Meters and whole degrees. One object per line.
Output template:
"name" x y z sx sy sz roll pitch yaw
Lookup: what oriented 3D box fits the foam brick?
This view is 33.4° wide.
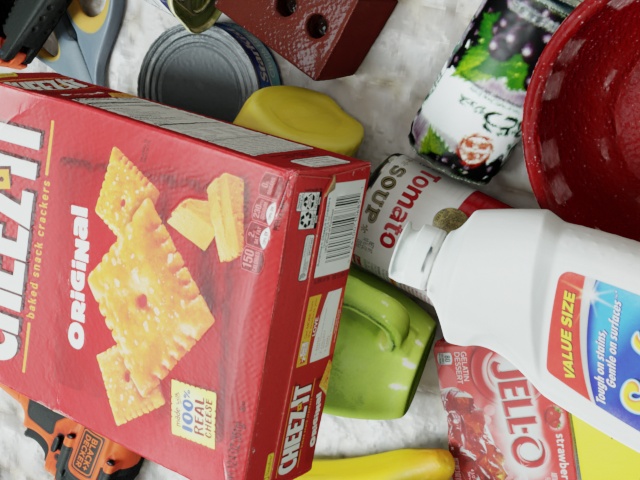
"foam brick" -0.008 -0.132 0.597 0.078 0.051 0.053 37 115 15

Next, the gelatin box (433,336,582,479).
"gelatin box" 0.107 0.096 0.601 0.073 0.030 0.089 -4 99 27

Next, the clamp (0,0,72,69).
"clamp" -0.191 -0.216 0.670 0.165 0.036 0.210 19 99 25

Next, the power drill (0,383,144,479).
"power drill" -0.209 0.127 0.755 0.188 0.057 0.184 29 109 16

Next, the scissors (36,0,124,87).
"scissors" -0.137 -0.102 0.689 0.096 0.016 0.202 -34 85 29

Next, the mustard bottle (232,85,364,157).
"mustard bottle" -0.054 0.000 0.624 0.058 0.096 0.192 42 116 14

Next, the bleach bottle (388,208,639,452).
"bleach bottle" 0.150 0.055 0.491 0.251 0.068 0.103 21 113 11

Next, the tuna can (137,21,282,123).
"tuna can" -0.066 -0.089 0.646 0.086 0.033 0.086 6 104 26

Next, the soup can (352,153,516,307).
"soup can" 0.072 0.003 0.576 0.102 0.068 0.068 28 112 18

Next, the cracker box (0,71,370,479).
"cracker box" -0.093 0.015 0.549 0.214 0.072 0.164 19 106 30

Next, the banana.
"banana" -0.006 0.146 0.654 0.198 0.069 0.037 -2 58 25
